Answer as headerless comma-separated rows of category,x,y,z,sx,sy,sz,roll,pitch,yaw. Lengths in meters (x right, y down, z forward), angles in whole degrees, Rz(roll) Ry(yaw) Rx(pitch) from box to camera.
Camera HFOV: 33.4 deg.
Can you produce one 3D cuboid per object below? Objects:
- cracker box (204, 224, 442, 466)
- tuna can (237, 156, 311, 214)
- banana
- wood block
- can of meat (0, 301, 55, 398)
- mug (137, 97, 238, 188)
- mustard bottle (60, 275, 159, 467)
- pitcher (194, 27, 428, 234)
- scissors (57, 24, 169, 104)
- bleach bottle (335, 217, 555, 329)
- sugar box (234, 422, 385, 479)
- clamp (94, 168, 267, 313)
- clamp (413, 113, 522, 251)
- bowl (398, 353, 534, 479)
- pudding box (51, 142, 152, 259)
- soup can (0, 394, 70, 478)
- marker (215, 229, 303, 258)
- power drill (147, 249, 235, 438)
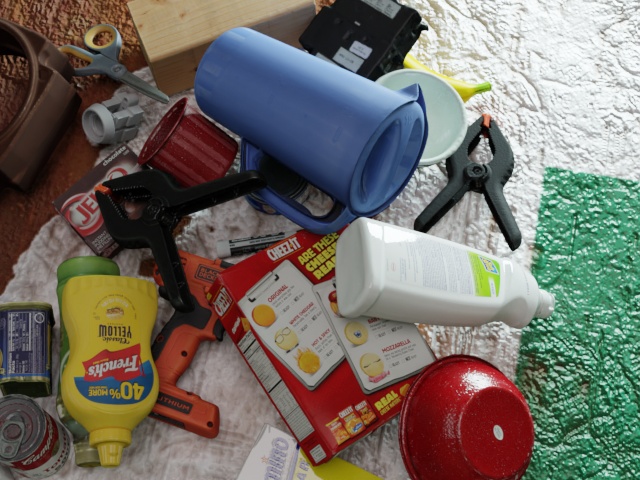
cracker box,0.006,0.100,1.102,0.163,0.072,0.214,-28,77,-30
tuna can,-0.052,-0.074,1.235,0.086,0.034,0.086,-1,68,2
banana,0.108,-0.215,1.288,0.198,0.037,0.069,38,55,14
wood block,-0.115,-0.261,1.285,0.206,0.091,0.090,-21,69,-7
can of meat,-0.311,0.118,1.130,0.057,0.102,0.084,-1,71,-12
mug,-0.149,-0.106,1.222,0.081,0.117,0.093,36,104,-21
mustard bottle,-0.212,0.132,1.075,0.096,0.058,0.191,5,65,-22
pitcher,-0.021,-0.125,1.134,0.243,0.145,0.149,31,43,27
scissors,-0.236,-0.216,1.281,0.202,0.016,0.096,16,58,28
bleach bottle,0.139,0.051,1.110,0.250,0.068,0.102,14,55,-25
sugar box,0.001,0.265,1.087,0.176,0.048,0.093,23,70,10
clamp,-0.169,-0.016,1.132,0.210,0.036,0.164,13,71,35
clamp,0.187,-0.064,1.218,0.120,0.039,0.171,19,70,8
bowl,0.159,0.192,1.065,0.161,0.055,0.162,6,78,-28
pudding box,-0.236,-0.044,1.228,0.113,0.039,0.090,-42,71,-14
soup can,-0.301,0.203,1.094,0.068,0.102,0.068,-1,67,2
marker,-0.058,0.002,1.212,0.121,0.020,0.020,-9,68,-1
power drill,-0.115,0.113,1.150,0.184,0.057,0.187,17,68,6
